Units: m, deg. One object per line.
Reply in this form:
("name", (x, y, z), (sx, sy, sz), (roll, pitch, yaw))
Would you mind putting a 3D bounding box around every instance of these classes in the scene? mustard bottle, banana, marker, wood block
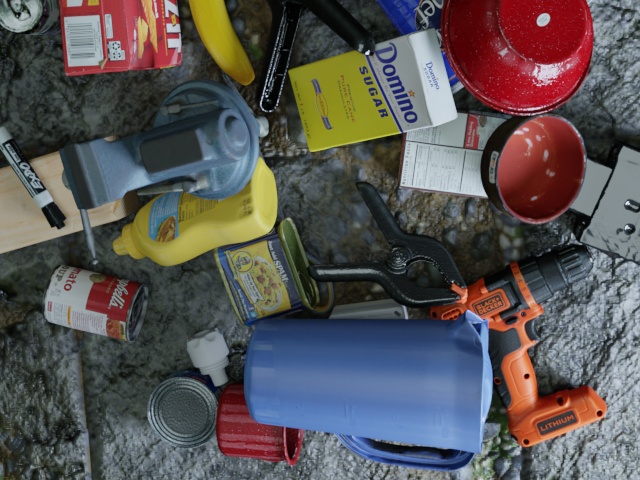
("mustard bottle", (-0.142, -0.021, 1.154), (0.192, 0.096, 0.058), (-19, 136, 20))
("banana", (-0.108, -0.264, 1.135), (0.070, 0.037, 0.198), (0, 100, 8))
("marker", (-0.303, -0.064, 1.114), (0.020, 0.020, 0.121), (-32, 94, 12))
("wood block", (-0.317, -0.043, 1.177), (0.206, 0.090, 0.090), (-15, 97, 10))

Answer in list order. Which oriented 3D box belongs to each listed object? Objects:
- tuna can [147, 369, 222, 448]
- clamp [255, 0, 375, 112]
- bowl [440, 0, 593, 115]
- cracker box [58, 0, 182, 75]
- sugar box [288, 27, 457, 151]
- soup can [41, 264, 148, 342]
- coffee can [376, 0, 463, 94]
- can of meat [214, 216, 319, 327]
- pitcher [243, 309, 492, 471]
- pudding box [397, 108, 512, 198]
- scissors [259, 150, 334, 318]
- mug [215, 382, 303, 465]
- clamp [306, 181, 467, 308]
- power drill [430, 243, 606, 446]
("tuna can", (-0.153, 0.193, 1.226), (0.086, 0.033, 0.086), (1, 100, 8))
("clamp", (-0.029, -0.245, 1.101), (0.165, 0.036, 0.210), (-30, 67, 40))
("bowl", (0.197, -0.202, 1.006), (0.162, 0.055, 0.162), (2, 83, -15))
("cracker box", (-0.196, -0.250, 1.060), (0.072, 0.213, 0.164), (-2, 100, 6))
("sugar box", (0.049, -0.150, 1.082), (0.177, 0.048, 0.093), (-7, 102, 49))
("soup can", (-0.252, 0.070, 1.200), (0.102, 0.068, 0.068), (13, 102, 6))
("coffee can", (0.127, -0.230, 1.075), (0.103, 0.102, 0.140), (-36, 93, 12))
("can of meat", (-0.058, 0.036, 1.156), (0.084, 0.057, 0.102), (-18, 97, 14))
("pitcher", (0.052, 0.149, 1.083), (0.243, 0.145, 0.149), (2, 75, 11))
("pudding box", (0.142, -0.094, 1.131), (0.113, 0.039, 0.090), (8, 101, 8))
("scissors", (-0.058, 0.001, 1.187), (0.096, 0.016, 0.202), (-31, 94, 12))
("mug", (-0.066, 0.209, 1.197), (0.081, 0.093, 0.117), (1, 137, 12))
("clamp", (0.083, 0.011, 1.137), (0.171, 0.039, 0.120), (20, 87, 11))
("power drill", (0.234, 0.113, 1.147), (0.185, 0.057, 0.187), (-25, 93, 15))
